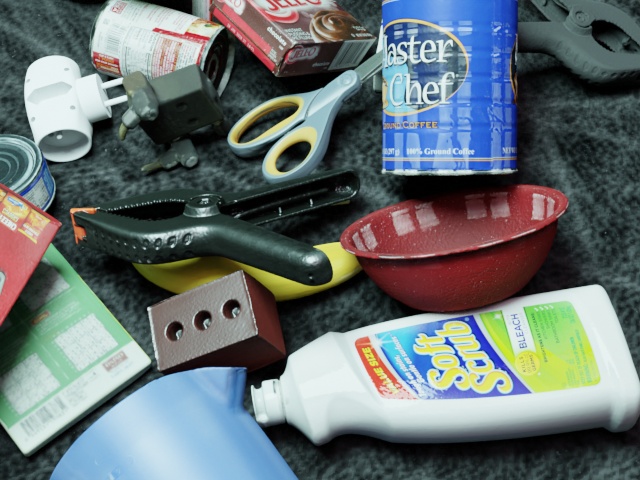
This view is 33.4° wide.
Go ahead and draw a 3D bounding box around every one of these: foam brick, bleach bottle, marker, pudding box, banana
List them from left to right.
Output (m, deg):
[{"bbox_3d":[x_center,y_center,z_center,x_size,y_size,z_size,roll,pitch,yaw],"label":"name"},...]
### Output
[{"bbox_3d":[-0.071,0.064,0.744,0.078,0.051,0.053,-22,59,12],"label":"foam brick"},{"bbox_3d":[-0.063,0.016,0.794,0.198,0.037,0.069,9,60,7],"label":"banana"},{"bbox_3d":[-0.038,-0.030,0.831,0.121,0.020,0.020,-8,59,-3],"label":"marker"},{"bbox_3d":[-0.022,-0.177,0.875,0.090,0.039,0.113,47,33,21],"label":"pudding box"},{"bbox_3d":[0.080,0.099,0.728,0.251,0.068,0.102,-10,58,-2],"label":"bleach bottle"}]

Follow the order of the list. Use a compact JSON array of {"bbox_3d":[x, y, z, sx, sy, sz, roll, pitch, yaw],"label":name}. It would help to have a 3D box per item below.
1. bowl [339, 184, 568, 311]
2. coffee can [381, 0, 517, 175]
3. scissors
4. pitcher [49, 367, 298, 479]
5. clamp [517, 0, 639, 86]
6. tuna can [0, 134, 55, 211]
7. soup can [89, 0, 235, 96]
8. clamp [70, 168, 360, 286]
[{"bbox_3d":[0.097,0.008,0.756,0.162,0.055,0.162,-12,15,3],"label":"bowl"},{"bbox_3d":[0.096,-0.120,0.797,0.103,0.103,0.140,0,95,1],"label":"coffee can"},{"bbox_3d":[0.021,-0.107,0.840,0.202,0.016,0.096,-25,51,8],"label":"scissors"},{"bbox_3d":[-0.051,0.210,0.636,0.144,0.149,0.243,-28,65,-32],"label":"pitcher"},{"bbox_3d":[0.198,-0.168,0.875,0.171,0.039,0.120,30,65,3],"label":"clamp"},{"bbox_3d":[-0.251,-0.043,0.824,0.086,0.034,0.086,-5,45,5],"label":"tuna can"},{"bbox_3d":[-0.130,-0.157,0.881,0.102,0.068,0.068,18,61,12],"label":"soup can"},{"bbox_3d":[-0.076,-0.008,0.752,0.210,0.036,0.164,-3,23,4],"label":"clamp"}]
